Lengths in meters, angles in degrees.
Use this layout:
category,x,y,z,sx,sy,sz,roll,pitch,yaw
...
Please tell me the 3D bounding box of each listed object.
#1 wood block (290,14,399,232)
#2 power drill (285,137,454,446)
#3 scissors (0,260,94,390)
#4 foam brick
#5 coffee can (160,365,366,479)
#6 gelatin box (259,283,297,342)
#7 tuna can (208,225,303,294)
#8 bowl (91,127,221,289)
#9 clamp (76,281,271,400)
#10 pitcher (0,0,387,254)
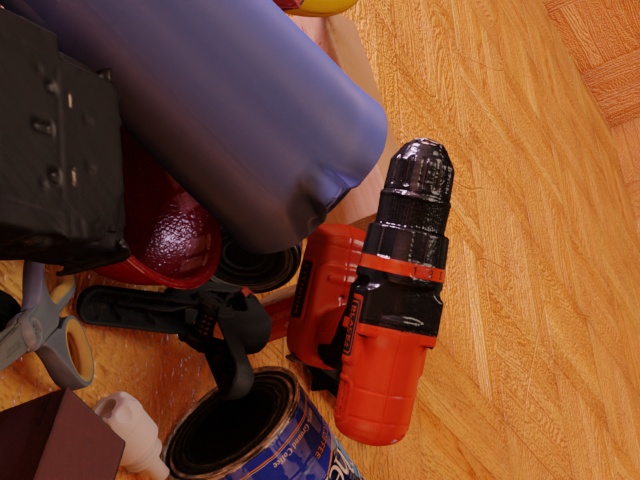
category,x,y,z,sx,sy,sz,roll,pitch,yaw
wood block,0.012,-0.109,1.036,0.090,0.090,0.206,1,68,-65
power drill,0.030,0.028,0.700,0.188,0.057,0.184,-172,-85,-79
scissors,-0.146,0.062,0.555,0.202,0.016,0.096,-100,175,-67
foam brick,-0.141,0.124,0.540,0.051,0.053,0.078,54,27,-30
coffee can,-0.023,0.167,0.695,0.140,0.103,0.102,58,25,-23
gelatin box,-0.019,0.054,0.843,0.030,0.073,0.089,67,23,-4
tuna can,-0.055,0.001,0.795,0.086,0.086,0.033,50,31,-36
bowl,-0.133,-0.032,0.682,0.162,0.055,0.162,47,27,-33
clamp,-0.071,0.060,0.707,0.120,0.039,0.171,35,16,18
pitcher,-0.083,-0.115,0.664,0.242,0.149,0.145,44,48,-32
